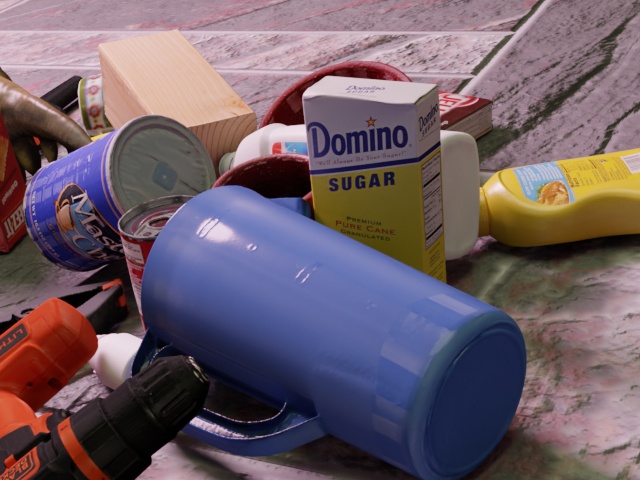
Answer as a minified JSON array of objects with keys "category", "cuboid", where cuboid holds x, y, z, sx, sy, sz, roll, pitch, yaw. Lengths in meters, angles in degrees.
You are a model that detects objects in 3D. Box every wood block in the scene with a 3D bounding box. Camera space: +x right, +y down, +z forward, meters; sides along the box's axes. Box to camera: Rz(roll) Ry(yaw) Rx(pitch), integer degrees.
[{"category":"wood block","cuboid":[-0.143,-0.123,1.054,0.090,0.090,0.206,-15,38,-22]}]

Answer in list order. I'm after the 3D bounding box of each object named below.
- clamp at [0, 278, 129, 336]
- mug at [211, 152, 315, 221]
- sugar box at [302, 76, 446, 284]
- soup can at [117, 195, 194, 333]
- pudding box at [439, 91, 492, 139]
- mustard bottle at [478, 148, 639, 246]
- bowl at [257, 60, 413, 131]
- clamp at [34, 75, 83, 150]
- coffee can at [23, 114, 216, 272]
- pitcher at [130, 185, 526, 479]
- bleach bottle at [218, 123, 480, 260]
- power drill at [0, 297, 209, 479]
[{"category":"clamp","cuboid":[-0.220,0.075,0.811,0.171,0.039,0.120,-22,31,-24]},{"category":"mug","cuboid":[-0.041,-0.015,0.852,0.093,0.081,0.117,-33,38,-28]},{"category":"sugar box","cuboid":[0.042,-0.028,0.779,0.093,0.176,0.048,9,32,30]},{"category":"soup can","cuboid":[-0.108,0.026,0.802,0.068,0.102,0.068,-7,27,3]},{"category":"pudding box","cuboid":[0.109,-0.117,1.085,0.090,0.039,0.113,15,36,38]},{"category":"mustard bottle","cuboid":[0.197,-0.032,0.871,0.191,0.058,0.096,-8,29,2]},{"category":"bowl","cuboid":[0.023,-0.096,1.016,0.162,0.055,0.162,-13,49,14]},{"category":"clamp","cuboid":[-0.368,-0.149,1.294,0.164,0.036,0.210,-12,27,-6]},{"category":"coffee can","cuboid":[-0.168,-0.036,0.889,0.141,0.103,0.102,-17,15,45]},{"category":"pitcher","cuboid":[-0.001,0.065,0.682,0.243,0.149,0.144,22,13,41]},{"category":"bleach bottle","cuboid":[0.012,-0.046,0.897,0.251,0.102,0.067,7,11,41]},{"category":"power drill","cuboid":[-0.162,0.106,0.657,0.184,0.057,0.188,-38,28,-4]}]
